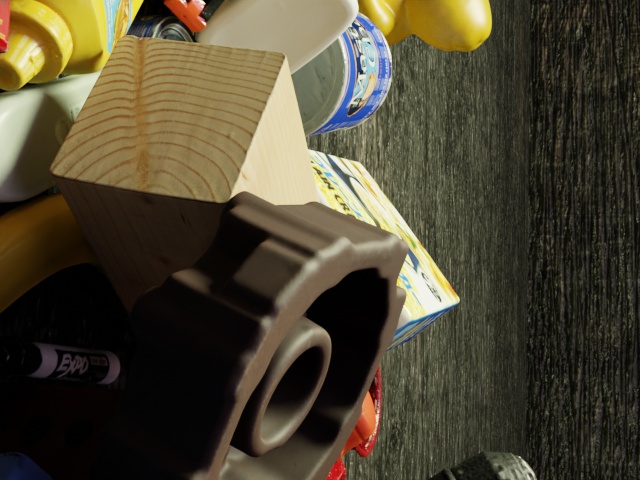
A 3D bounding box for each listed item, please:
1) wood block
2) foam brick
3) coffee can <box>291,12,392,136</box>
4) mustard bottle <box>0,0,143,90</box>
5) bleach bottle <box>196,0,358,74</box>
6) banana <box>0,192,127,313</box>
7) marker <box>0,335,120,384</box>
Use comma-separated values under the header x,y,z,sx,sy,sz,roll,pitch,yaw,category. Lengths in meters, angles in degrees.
x,y,z,sx,sy,sz,roll,pitch,yaw,category
-0.054,0.001,0.567,0.206,0.090,0.090,76,29,-54,wood block
-0.123,0.102,0.491,0.053,0.078,0.051,-72,155,-45,foam brick
-0.011,-0.130,0.813,0.140,0.103,0.103,-27,114,-70,coffee can
-0.121,-0.141,0.539,0.096,0.058,0.191,89,12,-46,mustard bottle
-0.038,-0.219,0.733,0.068,0.103,0.251,37,31,-38,bleach bottle
-0.130,0.009,0.539,0.197,0.037,0.069,0,89,-72,banana
-0.132,0.061,0.538,0.121,0.020,0.020,38,53,-75,marker
